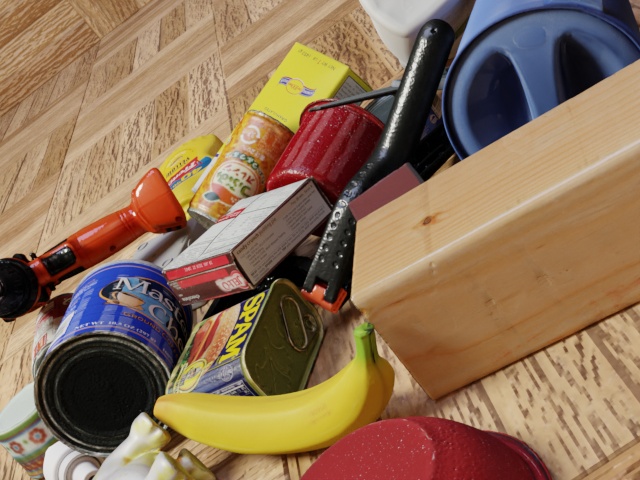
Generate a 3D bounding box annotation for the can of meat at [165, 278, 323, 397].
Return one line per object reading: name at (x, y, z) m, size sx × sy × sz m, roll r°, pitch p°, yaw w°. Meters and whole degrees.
can of meat at (-0.054, 0.085, 0.752) m, size 0.084 × 0.057 × 0.102 m, roll -27°, pitch 25°, yaw 33°

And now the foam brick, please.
foam brick at (0.064, -0.002, 0.708) m, size 0.053 × 0.078 × 0.051 m, roll -35°, pitch 22°, yaw 4°

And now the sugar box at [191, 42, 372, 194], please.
sugar box at (-0.039, -0.094, 0.997) m, size 0.176 × 0.048 × 0.093 m, roll -53°, pitch 42°, yaw -2°

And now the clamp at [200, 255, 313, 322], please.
clamp at (-0.049, 0.025, 0.879) m, size 0.120 × 0.039 × 0.171 m, roll -28°, pitch 24°, yaw 15°

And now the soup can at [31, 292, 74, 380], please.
soup can at (-0.228, 0.098, 0.976) m, size 0.068 × 0.068 × 0.102 m, roll -38°, pitch 23°, yaw 3°

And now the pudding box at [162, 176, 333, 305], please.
pudding box at (-0.055, 0.001, 0.825) m, size 0.090 × 0.039 × 0.113 m, roll -14°, pitch 25°, yaw 46°

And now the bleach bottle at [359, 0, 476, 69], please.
bleach bottle at (0.089, -0.190, 0.926) m, size 0.102 × 0.068 × 0.251 m, roll -43°, pitch -9°, yaw 0°

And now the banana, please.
banana at (-0.021, 0.101, 0.657) m, size 0.198 × 0.069 × 0.037 m, roll -25°, pitch 11°, yaw 38°

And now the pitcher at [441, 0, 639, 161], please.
pitcher at (0.166, -0.150, 0.757) m, size 0.149 × 0.145 × 0.242 m, roll -31°, pitch 21°, yaw 27°

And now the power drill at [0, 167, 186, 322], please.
power drill at (-0.208, 0.006, 0.923) m, size 0.187 × 0.057 × 0.184 m, roll -29°, pitch 3°, yaw -6°

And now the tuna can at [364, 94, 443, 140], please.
tuna can at (0.069, -0.106, 0.953) m, size 0.086 × 0.033 × 0.086 m, roll -32°, pitch 23°, yaw 16°

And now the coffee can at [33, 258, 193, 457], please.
coffee can at (-0.155, 0.087, 0.825) m, size 0.103 × 0.102 × 0.140 m, roll -34°, pitch 17°, yaw 11°

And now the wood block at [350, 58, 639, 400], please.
wood block at (0.128, -0.007, 0.605) m, size 0.206 × 0.090 × 0.090 m, roll -29°, pitch 25°, yaw 21°

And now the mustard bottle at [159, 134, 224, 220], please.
mustard bottle at (-0.133, -0.049, 1.114) m, size 0.096 × 0.058 × 0.191 m, roll -38°, pitch 21°, yaw 6°

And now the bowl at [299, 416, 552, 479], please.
bowl at (0.031, 0.139, 0.521) m, size 0.162 × 0.055 × 0.162 m, roll -33°, pitch 24°, yaw 16°

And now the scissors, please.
scissors at (0.089, -0.125, 0.874) m, size 0.096 × 0.016 × 0.201 m, roll 11°, pitch 25°, yaw 37°

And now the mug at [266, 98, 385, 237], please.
mug at (0.018, -0.053, 0.880) m, size 0.117 × 0.093 × 0.081 m, roll 17°, pitch 56°, yaw 20°

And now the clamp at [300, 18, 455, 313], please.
clamp at (0.053, -0.040, 0.789) m, size 0.036 × 0.164 × 0.210 m, roll 26°, pitch 82°, yaw 21°
